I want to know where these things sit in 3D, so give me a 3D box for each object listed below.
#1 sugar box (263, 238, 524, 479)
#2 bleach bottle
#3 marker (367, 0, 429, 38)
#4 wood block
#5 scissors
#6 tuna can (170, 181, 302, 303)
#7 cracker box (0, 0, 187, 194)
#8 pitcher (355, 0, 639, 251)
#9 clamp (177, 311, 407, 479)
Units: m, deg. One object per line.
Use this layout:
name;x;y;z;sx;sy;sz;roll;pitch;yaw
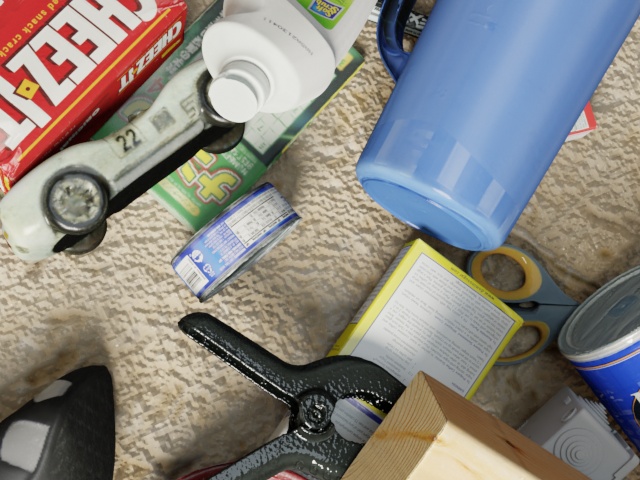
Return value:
sugar box;0.047;0.096;0.706;0.093;0.048;0.176;37;83;-3
bleach bottle;-0.018;-0.160;0.678;0.102;0.068;0.250;31;44;-5
marker;0.065;-0.159;0.780;0.121;0.020;0.020;18;76;-8
wood block;0.121;0.173;0.601;0.206;0.091;0.090;33;97;-9
scissors;0.187;0.039;0.770;0.201;0.016;0.096;-10;83;-14
tuna can;-0.055;0.001;0.688;0.086;0.086;0.034;-39;88;-16
cracker box;-0.218;-0.155;0.684;0.213;0.072;0.164;41;75;1
pitcher;0.115;-0.124;0.707;0.145;0.149;0.243;32;81;-16
clamp;-0.013;0.117;0.647;0.171;0.039;0.120;13;78;-8
